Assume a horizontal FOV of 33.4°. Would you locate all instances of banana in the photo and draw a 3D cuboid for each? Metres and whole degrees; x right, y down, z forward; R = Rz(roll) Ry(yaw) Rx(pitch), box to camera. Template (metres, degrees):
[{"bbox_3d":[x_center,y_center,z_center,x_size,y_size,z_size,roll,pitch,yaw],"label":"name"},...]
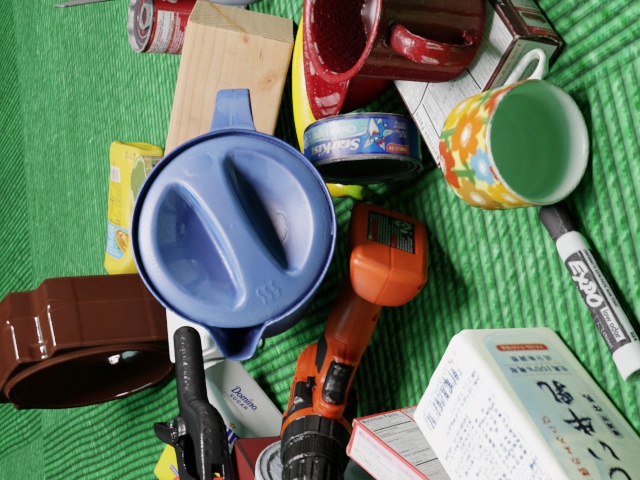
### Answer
[{"bbox_3d":[0.006,-0.114,0.864,0.070,0.037,0.198,-22,70,39],"label":"banana"}]

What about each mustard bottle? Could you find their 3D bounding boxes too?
[{"bbox_3d":[-0.219,-0.017,1.246,0.096,0.058,0.192,20,107,59],"label":"mustard bottle"}]

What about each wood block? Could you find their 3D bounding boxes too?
[{"bbox_3d":[-0.088,-0.096,0.949,0.091,0.090,0.206,-92,14,-66],"label":"wood block"}]

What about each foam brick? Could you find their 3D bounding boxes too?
[{"bbox_3d":[-0.032,0.196,0.880,0.051,0.078,0.053,47,129,55],"label":"foam brick"}]

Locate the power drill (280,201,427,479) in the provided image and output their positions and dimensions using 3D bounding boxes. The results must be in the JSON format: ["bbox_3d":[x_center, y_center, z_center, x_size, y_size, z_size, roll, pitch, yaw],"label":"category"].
[{"bbox_3d":[0.018,0.081,0.753,0.184,0.057,0.188,-86,15,-62],"label":"power drill"}]

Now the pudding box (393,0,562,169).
[{"bbox_3d":[0.097,-0.114,0.690,0.114,0.039,0.090,-63,38,42],"label":"pudding box"}]

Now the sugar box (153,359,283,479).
[{"bbox_3d":[-0.096,0.199,1.007,0.093,0.048,0.176,48,137,23],"label":"sugar box"}]

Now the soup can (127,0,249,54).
[{"bbox_3d":[-0.128,-0.212,1.036,0.069,0.102,0.068,-2,88,62],"label":"soup can"}]

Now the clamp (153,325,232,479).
[{"bbox_3d":[-0.113,0.170,0.925,0.171,0.039,0.120,-112,29,-50],"label":"clamp"}]

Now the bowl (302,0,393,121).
[{"bbox_3d":[0.030,-0.163,0.775,0.162,0.055,0.162,180,90,-76],"label":"bowl"}]

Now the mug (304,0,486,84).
[{"bbox_3d":[0.052,-0.134,0.644,0.117,0.081,0.093,49,132,51],"label":"mug"}]

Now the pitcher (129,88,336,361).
[{"bbox_3d":[-0.055,0.001,0.798,0.145,0.149,0.243,41,173,6],"label":"pitcher"}]

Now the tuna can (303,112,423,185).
[{"bbox_3d":[0.030,-0.064,0.763,0.086,0.086,0.034,-18,72,60],"label":"tuna can"}]

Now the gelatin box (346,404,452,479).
[{"bbox_3d":[0.072,0.141,0.680,0.089,0.073,0.030,32,119,45],"label":"gelatin box"}]
